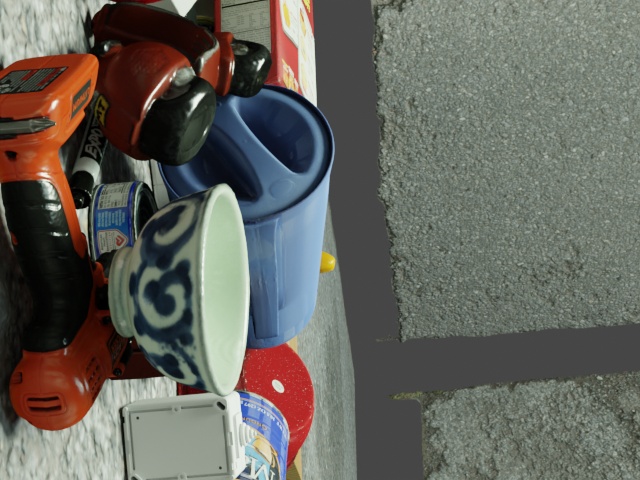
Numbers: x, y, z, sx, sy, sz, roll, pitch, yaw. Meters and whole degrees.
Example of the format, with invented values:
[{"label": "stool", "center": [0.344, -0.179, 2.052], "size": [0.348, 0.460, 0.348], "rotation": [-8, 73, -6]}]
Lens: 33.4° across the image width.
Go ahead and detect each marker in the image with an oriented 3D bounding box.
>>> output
[{"label": "marker", "center": [-0.160, -0.061, 0.745], "size": [0.121, 0.020, 0.020], "rotation": [-89, 172, -51]}]

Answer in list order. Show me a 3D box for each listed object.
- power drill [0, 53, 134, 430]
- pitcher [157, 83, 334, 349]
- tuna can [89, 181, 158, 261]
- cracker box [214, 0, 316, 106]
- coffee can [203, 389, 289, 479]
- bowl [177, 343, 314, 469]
[{"label": "power drill", "center": [-0.145, -0.009, 0.624], "size": [0.184, 0.057, 0.188], "rotation": [-84, 167, -68]}, {"label": "pitcher", "center": [-0.056, 0.001, 0.887], "size": [0.149, 0.145, 0.243], "rotation": [-50, 160, -27]}, {"label": "tuna can", "center": [-0.142, -0.001, 0.792], "size": [0.086, 0.034, 0.086], "rotation": [-5, 90, -85]}, {"label": "cracker box", "center": [-0.055, -0.206, 1.067], "size": [0.164, 0.072, 0.213], "rotation": [58, 26, -65]}, {"label": "coffee can", "center": [-0.080, 0.207, 0.886], "size": [0.140, 0.103, 0.103], "rotation": [-88, 171, -60]}, {"label": "bowl", "center": [-0.057, 0.145, 1.012], "size": [0.161, 0.055, 0.162], "rotation": [27, 49, -37]}]
